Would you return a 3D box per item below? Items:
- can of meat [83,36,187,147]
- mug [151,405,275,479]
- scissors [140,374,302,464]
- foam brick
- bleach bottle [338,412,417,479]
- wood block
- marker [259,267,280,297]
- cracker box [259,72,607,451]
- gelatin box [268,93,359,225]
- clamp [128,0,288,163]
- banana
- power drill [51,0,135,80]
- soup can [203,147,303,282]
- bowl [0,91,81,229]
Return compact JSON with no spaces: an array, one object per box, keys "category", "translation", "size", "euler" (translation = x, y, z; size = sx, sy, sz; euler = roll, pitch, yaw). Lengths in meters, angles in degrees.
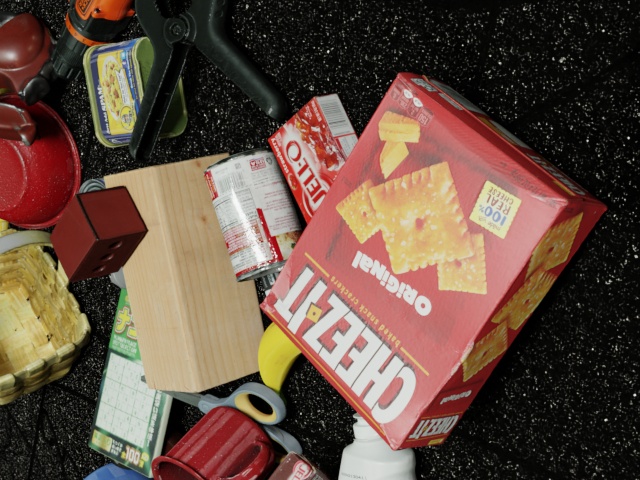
[{"category":"can of meat","translation":[-0.178,-0.145,1.035],"size":[0.084,0.057,0.102],"euler":[0,102,46]},{"category":"mug","translation":[-0.088,0.206,0.979],"size":[0.117,0.081,0.093],"euler":[-19,110,52]},{"category":"scissors","translation":[-0.100,0.148,1.024],"size":[0.202,0.016,0.096],"euler":[27,135,24]},{"category":"foam brick","translation":[-0.203,-0.005,0.970],"size":[0.078,0.052,0.051],"euler":[-47,65,46]},{"category":"bleach bottle","translation":[0.068,0.264,0.877],"size":[0.103,0.067,0.251],"euler":[-7,93,49]},{"category":"wood block","translation":[-0.125,0.030,1.002],"size":[0.091,0.090,0.206],"euler":[-5,97,50]},{"category":"marker","translation":[-0.056,0.001,0.969],"size":[0.020,0.020,0.121],"euler":[-25,82,49]},{"category":"cracker box","translation":[0.070,0.014,0.753],"size":[0.164,0.071,0.214],"euler":[44,114,32]},{"category":"gelatin box","translation":[0.002,-0.064,0.877],"size":[0.073,0.030,0.089],"euler":[-37,73,47]},{"category":"clamp","translation":[-0.126,-0.178,0.955],"size":[0.165,0.036,0.210],"euler":[-20,82,26]},{"category":"banana","translation":[-0.005,0.087,0.929],"size":[0.069,0.037,0.198],"euler":[43,140,-7]},{"category":"power drill","translation":[-0.255,-0.280,1.083],"size":[0.185,0.057,0.188],"euler":[-45,71,41]},{"category":"soup can","translation":[-0.056,-0.022,0.925],"size":[0.069,0.068,0.102],"euler":[-24,83,49]},{"category":"bowl","translation":[-0.352,-0.084,1.203],"size":[0.162,0.055,0.162],"euler":[7,109,22]}]
